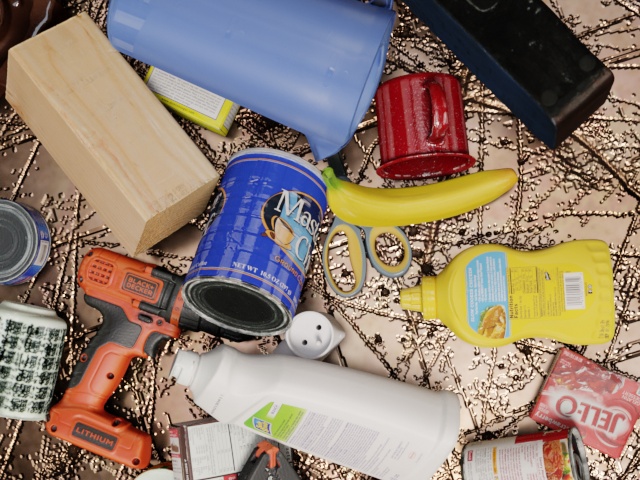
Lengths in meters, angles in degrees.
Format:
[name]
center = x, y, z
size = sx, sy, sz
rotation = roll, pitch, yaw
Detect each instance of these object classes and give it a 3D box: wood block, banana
[wood block]
center = -0.199, -0.100, 1.013
size = 0.090, 0.091, 0.206
rotation = -35, 81, -27
[banana]
center = 0.086, -0.040, 0.991
size = 0.197, 0.070, 0.037
rotation = -3, 66, -21

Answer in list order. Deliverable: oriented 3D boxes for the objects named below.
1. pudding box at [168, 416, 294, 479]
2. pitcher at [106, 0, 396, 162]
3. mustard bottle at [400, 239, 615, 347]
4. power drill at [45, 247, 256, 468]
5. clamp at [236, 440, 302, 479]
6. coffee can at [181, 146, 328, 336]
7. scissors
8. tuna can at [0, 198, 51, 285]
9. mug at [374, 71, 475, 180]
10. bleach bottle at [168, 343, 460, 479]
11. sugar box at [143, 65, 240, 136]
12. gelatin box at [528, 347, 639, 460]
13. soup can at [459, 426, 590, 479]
[pudding box]
center = -0.079, 0.206, 0.986
size = 0.113, 0.039, 0.090
rotation = -3, 82, -34
[pitcher]
center = -0.058, -0.192, 0.958
size = 0.243, 0.145, 0.149
rotation = 21, 52, 3
[mustard bottle]
center = 0.170, 0.051, 0.986
size = 0.191, 0.058, 0.096
rotation = -2, 84, 6
[power drill]
center = -0.167, 0.117, 1.019
size = 0.184, 0.057, 0.187
rotation = 20, 83, 6
[clamp]
center = -0.037, 0.287, 0.963
size = 0.164, 0.036, 0.210
rotation = 4, 92, -26
[coffee can]
center = -0.056, 0.001, 0.969
size = 0.103, 0.103, 0.140
rotation = 13, 61, 7
[scissors]
center = 0.041, -0.045, 1.031
size = 0.096, 0.016, 0.202
rotation = 0, 85, 5
[tuna can]
center = -0.314, 0.002, 1.059
size = 0.086, 0.033, 0.086
rotation = -1, 85, 7
[mug]
center = 0.095, -0.108, 0.981
size = 0.093, 0.117, 0.081
rotation = -4, 80, -6
[bleach bottle]
center = -0.010, 0.143, 0.949
size = 0.250, 0.068, 0.103
rotation = 20, 131, -9
[sugar box]
center = -0.098, -0.202, 1.045
size = 0.093, 0.048, 0.176
rotation = 26, 85, 6
[gelatin box]
center = 0.247, 0.150, 0.983
size = 0.089, 0.030, 0.073
rotation = 26, 89, 8
[soup can]
center = 0.184, 0.208, 0.955
size = 0.102, 0.068, 0.068
rotation = -13, 84, 22
